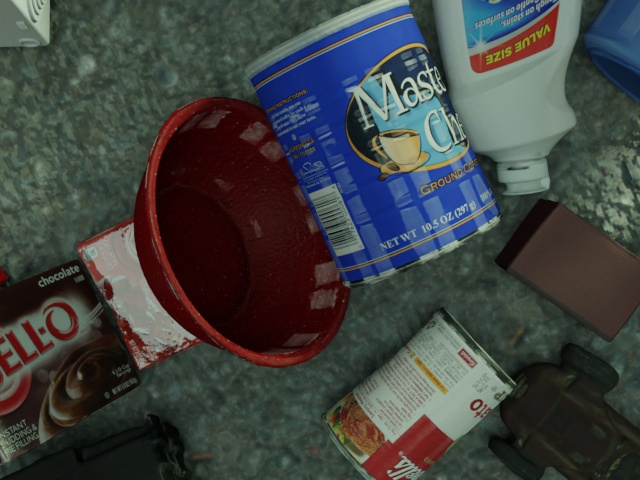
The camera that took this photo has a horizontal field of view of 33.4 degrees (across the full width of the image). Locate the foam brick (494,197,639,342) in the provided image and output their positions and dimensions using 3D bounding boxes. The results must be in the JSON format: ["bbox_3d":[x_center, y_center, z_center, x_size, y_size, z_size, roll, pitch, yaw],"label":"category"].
[{"bbox_3d":[0.154,0.016,0.651,0.078,0.053,0.051,34,95,-4],"label":"foam brick"}]

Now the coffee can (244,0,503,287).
[{"bbox_3d":[0.031,-0.057,0.620,0.103,0.103,0.140,-25,95,2],"label":"coffee can"}]

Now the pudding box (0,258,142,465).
[{"bbox_3d":[-0.172,0.071,0.628,0.039,0.113,0.090,-26,91,37],"label":"pudding box"}]

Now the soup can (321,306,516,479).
[{"bbox_3d":[0.060,0.098,0.651,0.102,0.068,0.068,-43,93,3],"label":"soup can"}]

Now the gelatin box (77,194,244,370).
[{"bbox_3d":[-0.098,0.025,0.665,0.073,0.030,0.089,-26,95,3],"label":"gelatin box"}]

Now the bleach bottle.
[{"bbox_3d":[0.116,-0.154,0.632,0.102,0.068,0.251,-7,97,1],"label":"bleach bottle"}]

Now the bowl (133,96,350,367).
[{"bbox_3d":[-0.054,0.001,0.622,0.055,0.161,0.162,-22,96,38],"label":"bowl"}]
